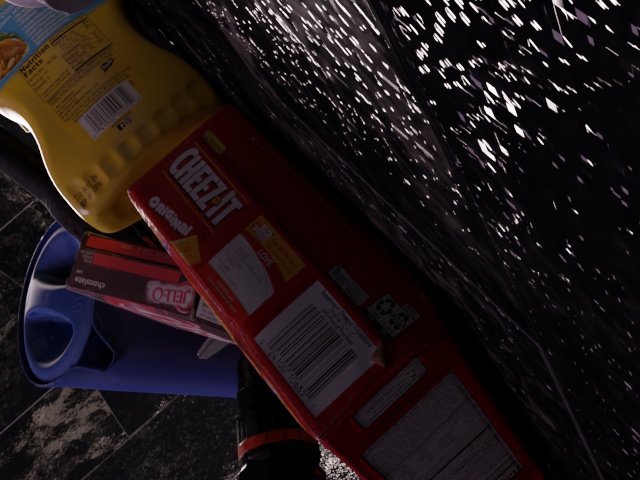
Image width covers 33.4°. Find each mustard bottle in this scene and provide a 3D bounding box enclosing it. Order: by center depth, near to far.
[{"bbox_3d":[-0.140,-0.099,0.587,0.192,0.096,0.058,47,177,22],"label":"mustard bottle"}]

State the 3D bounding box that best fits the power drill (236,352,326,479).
[{"bbox_3d":[-0.009,0.179,0.727,0.187,0.057,0.184,62,-164,-56],"label":"power drill"}]

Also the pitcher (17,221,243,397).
[{"bbox_3d":[-0.118,0.061,0.883,0.242,0.145,0.149,14,-117,-37],"label":"pitcher"}]

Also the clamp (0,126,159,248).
[{"bbox_3d":[-0.170,-0.028,0.766,0.172,0.039,0.120,40,-168,21],"label":"clamp"}]

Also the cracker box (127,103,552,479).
[{"bbox_3d":[0.019,0.053,0.512,0.164,0.072,0.213,47,177,38],"label":"cracker box"}]

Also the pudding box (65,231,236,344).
[{"bbox_3d":[-0.074,0.032,0.610,0.090,0.039,0.113,12,172,30],"label":"pudding box"}]
